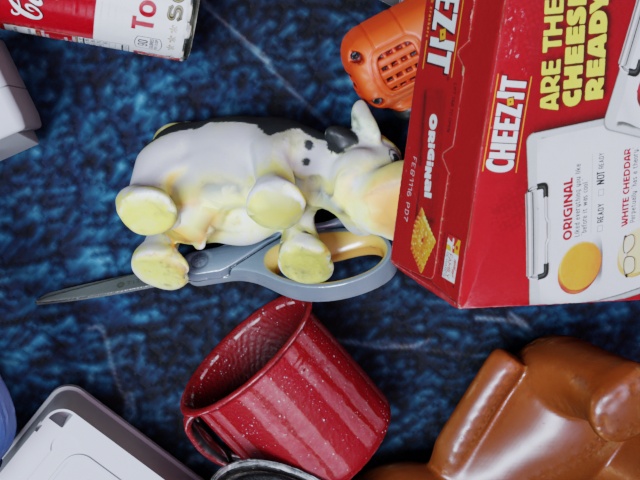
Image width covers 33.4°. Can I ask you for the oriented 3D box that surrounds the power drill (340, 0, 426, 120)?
[{"bbox_3d":[0.125,-0.072,0.573,0.184,0.057,0.187,-26,113,5],"label":"power drill"}]

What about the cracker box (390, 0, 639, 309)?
[{"bbox_3d":[0.146,-0.059,0.499,0.213,0.072,0.164,-1,106,-27],"label":"cracker box"}]

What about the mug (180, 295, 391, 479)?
[{"bbox_3d":[-0.024,0.094,0.589,0.117,0.093,0.081,-33,107,27],"label":"mug"}]

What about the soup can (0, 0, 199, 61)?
[{"bbox_3d":[-0.114,-0.134,0.553,0.102,0.068,0.068,9,95,-10],"label":"soup can"}]

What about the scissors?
[{"bbox_3d":[-0.054,0.001,0.596,0.202,0.096,0.016,0,136,17],"label":"scissors"}]
